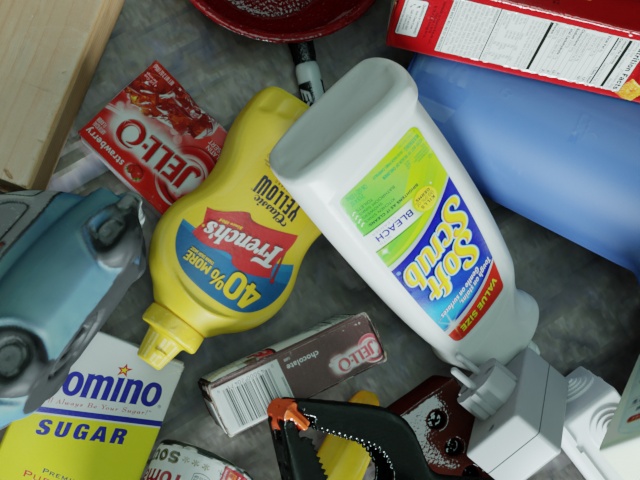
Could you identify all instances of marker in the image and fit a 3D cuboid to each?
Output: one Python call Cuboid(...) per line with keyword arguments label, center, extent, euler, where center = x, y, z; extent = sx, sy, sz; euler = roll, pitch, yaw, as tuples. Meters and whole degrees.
Cuboid(label="marker", center=(-0.003, -0.093, 0.751), extent=(0.020, 0.020, 0.121), euler=(-13, 88, -12))

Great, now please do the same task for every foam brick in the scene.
Cuboid(label="foam brick", center=(0.084, 0.139, 0.733), extent=(0.053, 0.051, 0.078), euler=(-33, 93, -12))

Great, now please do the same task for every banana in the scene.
Cuboid(label="banana", center=(-0.029, 0.180, 0.715), extent=(0.197, 0.037, 0.069), euler=(-32, 92, -12))

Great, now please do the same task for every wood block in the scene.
Cuboid(label="wood block", center=(-0.185, -0.137, 0.683), extent=(0.090, 0.090, 0.206), euler=(22, 82, -8))

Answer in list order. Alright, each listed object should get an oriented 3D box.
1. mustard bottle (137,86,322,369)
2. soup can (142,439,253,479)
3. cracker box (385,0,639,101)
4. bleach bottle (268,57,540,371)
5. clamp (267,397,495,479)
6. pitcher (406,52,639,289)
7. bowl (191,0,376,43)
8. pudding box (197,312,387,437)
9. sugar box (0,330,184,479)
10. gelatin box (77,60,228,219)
Cuboid(label="mustard bottle", center=(-0.054, 0.001, 0.690), extent=(0.096, 0.058, 0.191), euler=(39, 78, -15))
Cuboid(label="soup can", center=(-0.090, 0.184, 0.664), extent=(0.068, 0.069, 0.102), euler=(27, 66, -8))
Cuboid(label="cracker box", center=(0.159, -0.182, 0.668), extent=(0.213, 0.072, 0.164), euler=(12, 63, -3))
Cuboid(label="bleach bottle", center=(0.078, 0.004, 0.695), extent=(0.102, 0.068, 0.250), euler=(-43, 123, 0))
Cuboid(label="clamp", center=(0.040, 0.177, 0.657), extent=(0.209, 0.036, 0.164), euler=(39, 72, -20))
Cuboid(label="pitcher", center=(0.174, -0.077, 0.721), extent=(0.243, 0.145, 0.149), euler=(24, 47, 0))
Cuboid(label="bowl", center=(-0.032, -0.204, 0.731), extent=(0.162, 0.055, 0.162), euler=(2, 80, -11))
Cuboid(label="pudding box", center=(-0.021, 0.085, 0.697), extent=(0.113, 0.090, 0.039), euler=(-23, 89, -11))
Cuboid(label="sugar box", center=(-0.162, 0.145, 0.688), extent=(0.093, 0.048, 0.176), euler=(21, 83, -8))
Cuboid(label="gelatin box", center=(-0.107, -0.064, 0.722), extent=(0.089, 0.030, 0.073), euler=(46, 79, -4))
